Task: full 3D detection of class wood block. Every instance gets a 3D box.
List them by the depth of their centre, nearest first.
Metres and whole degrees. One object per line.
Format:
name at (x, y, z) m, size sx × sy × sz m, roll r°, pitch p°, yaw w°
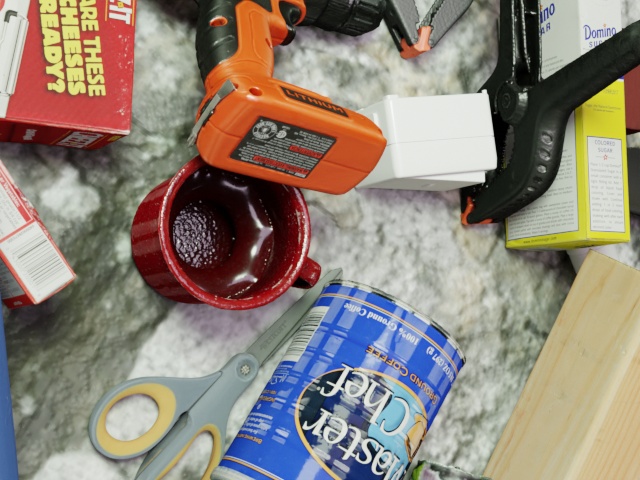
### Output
wood block at (0.192, 0.124, 0.713) m, size 0.090 × 0.090 × 0.206 m, roll 22°, pitch 95°, yaw -22°

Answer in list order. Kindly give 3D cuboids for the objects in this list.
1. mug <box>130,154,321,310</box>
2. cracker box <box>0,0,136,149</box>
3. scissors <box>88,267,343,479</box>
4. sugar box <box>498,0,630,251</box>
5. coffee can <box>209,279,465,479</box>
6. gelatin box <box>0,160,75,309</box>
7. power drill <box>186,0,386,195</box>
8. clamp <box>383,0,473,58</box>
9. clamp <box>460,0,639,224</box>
mug at (-0.054, 0.001, 0.641) m, size 0.117 × 0.082 × 0.093 m, roll 23°, pitch 75°, yaw -23°
cracker box at (-0.212, -0.143, 0.583) m, size 0.213 × 0.072 × 0.164 m, roll 4°, pitch 84°, yaw -27°
scissors at (-0.068, 0.076, 0.665) m, size 0.096 × 0.016 × 0.201 m, roll 37°, pitch 71°, yaw -19°
sugar box at (0.171, -0.083, 0.754) m, size 0.048 × 0.093 × 0.176 m, roll 4°, pitch 84°, yaw -27°
coffee can at (0.012, 0.110, 0.651) m, size 0.102 × 0.103 × 0.140 m, roll 38°, pitch 69°, yaw -19°
gelatin box at (-0.177, -0.007, 0.586) m, size 0.030 × 0.073 × 0.089 m, roll -36°, pitch 101°, yaw -26°
power drill at (-0.021, -0.116, 0.640) m, size 0.184 × 0.057 × 0.188 m, roll 10°, pitch 45°, yaw -31°
clamp at (0.085, -0.214, 0.751) m, size 0.120 × 0.039 × 0.171 m, roll -1°, pitch 91°, yaw -10°
clamp at (0.136, -0.103, 0.714) m, size 0.036 × 0.210 × 0.165 m, roll -2°, pitch 46°, yaw -25°
